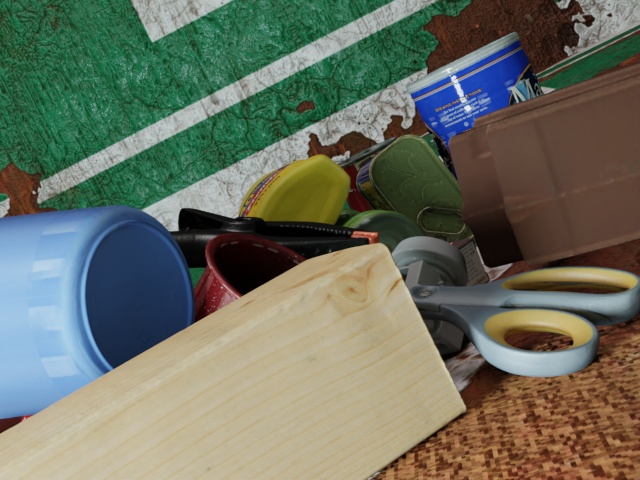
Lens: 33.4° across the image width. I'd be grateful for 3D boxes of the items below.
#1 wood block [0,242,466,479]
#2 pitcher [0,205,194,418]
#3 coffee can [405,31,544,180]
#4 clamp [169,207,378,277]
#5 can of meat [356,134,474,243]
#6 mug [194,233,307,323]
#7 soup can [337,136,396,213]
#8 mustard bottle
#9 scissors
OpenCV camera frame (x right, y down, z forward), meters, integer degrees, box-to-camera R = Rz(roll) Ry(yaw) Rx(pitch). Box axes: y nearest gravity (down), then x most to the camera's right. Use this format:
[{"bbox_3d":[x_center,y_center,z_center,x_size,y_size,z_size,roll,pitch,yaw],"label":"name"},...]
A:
[{"bbox_3d":[-0.051,0.090,0.482,0.205,0.091,0.090,-30,7,-25],"label":"wood block"},{"bbox_3d":[-0.192,0.046,0.650,0.243,0.145,0.149,-8,44,32],"label":"pitcher"},{"bbox_3d":[0.148,-0.090,0.903,0.103,0.140,0.103,-26,6,3],"label":"coffee can"},{"bbox_3d":[-0.055,0.001,0.763,0.210,0.036,0.164,2,11,17],"label":"clamp"},{"bbox_3d":[0.079,-0.034,0.899,0.057,0.102,0.084,-40,4,-7],"label":"can of meat"},{"bbox_3d":[-0.038,0.062,0.650,0.093,0.117,0.082,6,-58,-43],"label":"mug"},{"bbox_3d":[0.062,-0.036,0.990,0.068,0.102,0.068,-26,6,3],"label":"soup can"},{"bbox_3d":[-0.032,-0.028,0.922,0.096,0.058,0.192,-52,10,-4],"label":"mustard bottle"},{"bbox_3d":[0.057,0.040,0.532,0.202,0.016,0.096,-5,24,19],"label":"scissors"}]
